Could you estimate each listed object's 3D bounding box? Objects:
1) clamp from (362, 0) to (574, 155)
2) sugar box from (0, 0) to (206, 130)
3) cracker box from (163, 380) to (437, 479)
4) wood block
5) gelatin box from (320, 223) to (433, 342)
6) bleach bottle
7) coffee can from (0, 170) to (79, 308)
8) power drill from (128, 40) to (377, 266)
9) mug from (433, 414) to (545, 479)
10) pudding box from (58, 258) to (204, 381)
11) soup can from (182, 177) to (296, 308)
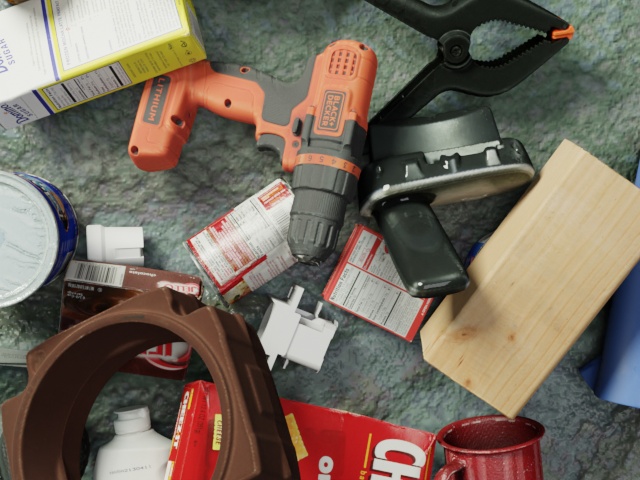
[{"bbox_3d":[0.104,-0.171,0.895,0.210,0.036,0.164,-15,115,3],"label":"clamp"},{"bbox_3d":[-0.188,-0.162,0.861,0.176,0.048,0.093,-20,61,7],"label":"sugar box"},{"bbox_3d":[-0.022,0.218,0.881,0.213,0.072,0.164,15,75,-15],"label":"cracker box"},{"bbox_3d":[0.179,0.029,0.869,0.090,0.091,0.206,35,101,-4],"label":"wood block"},{"bbox_3d":[0.055,0.037,0.934,0.089,0.030,0.073,26,91,-7],"label":"gelatin box"},{"bbox_3d":[-0.134,0.265,0.910,0.102,0.068,0.251,-9,91,-10],"label":"bleach bottle"},{"bbox_3d":[-0.250,-0.004,0.843,0.102,0.140,0.103,0,93,-6],"label":"coffee can"},{"bbox_3d":[-0.056,-0.080,0.864,0.188,0.057,0.184,10,77,13],"label":"power drill"},{"bbox_3d":[0.142,0.206,0.916,0.117,0.093,0.081,-14,101,-40],"label":"mug"},{"bbox_3d":[-0.159,0.066,0.889,0.113,0.039,0.090,10,121,-6],"label":"pudding box"},{"bbox_3d":[-0.056,0.001,0.901,0.102,0.068,0.068,-34,96,-4],"label":"soup can"}]
